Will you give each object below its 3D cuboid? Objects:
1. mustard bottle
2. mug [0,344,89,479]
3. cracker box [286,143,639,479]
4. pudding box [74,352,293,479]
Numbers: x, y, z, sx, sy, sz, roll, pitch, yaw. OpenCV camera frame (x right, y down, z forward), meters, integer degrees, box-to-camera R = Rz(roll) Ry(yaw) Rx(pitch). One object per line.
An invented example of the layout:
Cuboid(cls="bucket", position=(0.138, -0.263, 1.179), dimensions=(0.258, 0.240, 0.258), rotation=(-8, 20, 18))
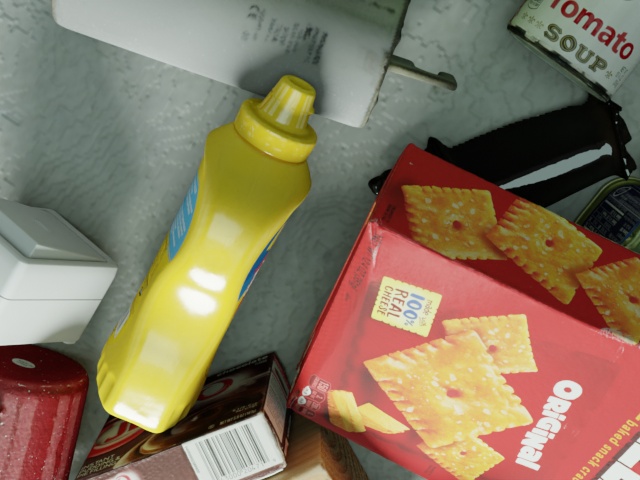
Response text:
Cuboid(cls="mustard bottle", position=(-0.053, 0.001, 0.550), dimensions=(0.058, 0.096, 0.192), rotation=(26, 113, -7))
Cuboid(cls="mug", position=(-0.178, 0.107, 0.587), dimensions=(0.093, 0.117, 0.081), rotation=(15, 98, 2))
Cuboid(cls="cracker box", position=(0.103, 0.069, 0.540), dimensions=(0.214, 0.072, 0.164), rotation=(27, 137, 3))
Cuboid(cls="pudding box", position=(-0.073, 0.111, 0.595), dimensions=(0.113, 0.090, 0.039), rotation=(-20, 104, 7))
